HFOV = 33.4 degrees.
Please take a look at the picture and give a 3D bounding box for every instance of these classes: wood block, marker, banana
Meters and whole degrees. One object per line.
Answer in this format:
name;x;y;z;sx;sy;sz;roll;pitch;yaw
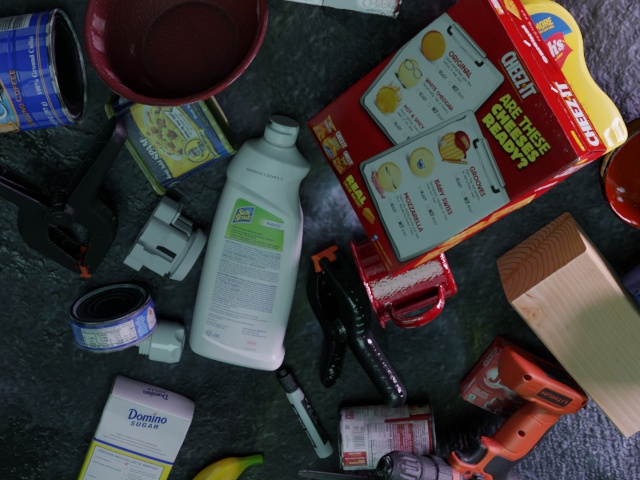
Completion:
wood block;0.276;0.086;1.066;0.091;0.090;0.206;-36;111;17
marker;-0.018;0.186;1.158;0.020;0.020;0.121;-21;115;10
banana;-0.131;0.315;1.215;0.069;0.037;0.198;22;115;-9

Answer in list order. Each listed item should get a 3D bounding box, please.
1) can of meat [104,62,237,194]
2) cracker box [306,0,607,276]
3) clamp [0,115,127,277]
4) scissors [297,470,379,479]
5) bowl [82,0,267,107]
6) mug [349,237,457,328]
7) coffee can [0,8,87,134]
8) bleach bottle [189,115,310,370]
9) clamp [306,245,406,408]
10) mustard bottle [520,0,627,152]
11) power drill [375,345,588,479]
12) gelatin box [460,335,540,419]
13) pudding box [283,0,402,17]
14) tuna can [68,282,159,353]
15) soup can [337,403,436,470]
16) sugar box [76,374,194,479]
can of meat;-0.136;-0.107;0.989;0.084;0.057;0.102;-26;115;10
cracker box;0.111;-0.090;0.918;0.214;0.071;0.164;-34;80;37
clamp;-0.253;-0.036;0.989;0.164;0.036;0.210;-2;143;-4
scissors;0.079;0.256;1.145;0.096;0.016;0.201;-29;141;36
bowl;-0.120;-0.181;0.925;0.162;0.055;0.162;-2;74;9
mug;0.084;0.036;1.030;0.081;0.117;0.093;-21;131;5
coffee can;-0.290;-0.144;0.944;0.140;0.103;0.103;-8;117;4
bleach bottle;-0.057;0.001;1.041;0.102;0.068;0.251;13;114;-7
clamp;0.020;0.089;1.084;0.120;0.039;0.171;-8;104;48
mustard bottle;0.189;-0.154;0.943;0.096;0.058;0.191;-26;93;2
power drill;0.167;0.198;1.080;0.184;0.057;0.188;22;111;-33
gelatin box;0.204;0.153;1.134;0.089;0.030;0.073;28;113;-14
pudding box;0.012;-0.225;0.908;0.113;0.090;0.039;10;115;-4
tuna can;-0.207;0.076;1.066;0.086;0.086;0.034;-8;115;4
soup can;0.070;0.211;1.143;0.102;0.068;0.068;-3;117;2
sugar box;-0.210;0.238;1.173;0.093;0.048;0.176;21;112;-10
